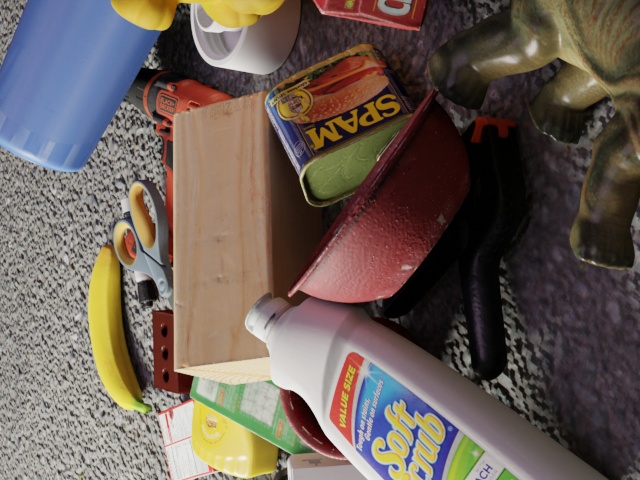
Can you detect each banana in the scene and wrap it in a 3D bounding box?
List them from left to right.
[{"bbox_3d":[-0.225,0.105,1.178,0.070,0.037,0.198,-29,70,32],"label":"banana"}]

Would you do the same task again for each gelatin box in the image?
[{"bbox_3d":[-0.122,0.195,1.046,0.089,0.030,0.073,-30,70,51],"label":"gelatin box"}]

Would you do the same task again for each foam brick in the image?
[{"bbox_3d":[-0.128,0.105,1.028,0.053,0.051,0.078,2,95,54],"label":"foam brick"}]

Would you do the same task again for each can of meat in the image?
[{"bbox_3d":[0.019,-0.086,0.775,0.057,0.102,0.084,70,174,-56],"label":"can of meat"}]

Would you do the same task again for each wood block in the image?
[{"bbox_3d":[-0.056,0.001,0.837,0.090,0.090,0.206,-10,72,25],"label":"wood block"}]

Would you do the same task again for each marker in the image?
[{"bbox_3d":[-0.193,0.013,1.137,0.020,0.020,0.121,-27,71,51],"label":"marker"}]

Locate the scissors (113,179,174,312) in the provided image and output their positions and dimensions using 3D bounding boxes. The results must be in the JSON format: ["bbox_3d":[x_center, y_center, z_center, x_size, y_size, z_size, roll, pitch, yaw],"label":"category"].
[{"bbox_3d":[-0.153,0.042,0.990,0.096,0.016,0.202,-34,66,47],"label":"scissors"}]

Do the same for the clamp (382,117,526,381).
[{"bbox_3d":[0.092,-0.001,0.732,0.120,0.039,0.171,16,100,48],"label":"clamp"}]

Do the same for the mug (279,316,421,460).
[{"bbox_3d":[0.040,0.104,0.763,0.117,0.081,0.093,14,102,20],"label":"mug"}]

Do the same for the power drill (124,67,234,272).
[{"bbox_3d":[-0.150,-0.070,1.038,0.185,0.057,0.188,27,114,50],"label":"power drill"}]

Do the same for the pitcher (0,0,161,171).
[{"bbox_3d":[-0.223,-0.194,1.023,0.145,0.149,0.243,38,104,40],"label":"pitcher"}]

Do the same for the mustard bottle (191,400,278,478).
[{"bbox_3d":[-0.072,0.106,0.947,0.096,0.058,0.192,17,106,50],"label":"mustard bottle"}]

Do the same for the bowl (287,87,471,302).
[{"bbox_3d":[0.047,-0.016,0.676,0.055,0.162,0.162,36,131,-1],"label":"bowl"}]

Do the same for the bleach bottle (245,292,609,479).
[{"bbox_3d":[0.053,0.121,0.683,0.251,0.068,0.103,34,113,17],"label":"bleach bottle"}]
